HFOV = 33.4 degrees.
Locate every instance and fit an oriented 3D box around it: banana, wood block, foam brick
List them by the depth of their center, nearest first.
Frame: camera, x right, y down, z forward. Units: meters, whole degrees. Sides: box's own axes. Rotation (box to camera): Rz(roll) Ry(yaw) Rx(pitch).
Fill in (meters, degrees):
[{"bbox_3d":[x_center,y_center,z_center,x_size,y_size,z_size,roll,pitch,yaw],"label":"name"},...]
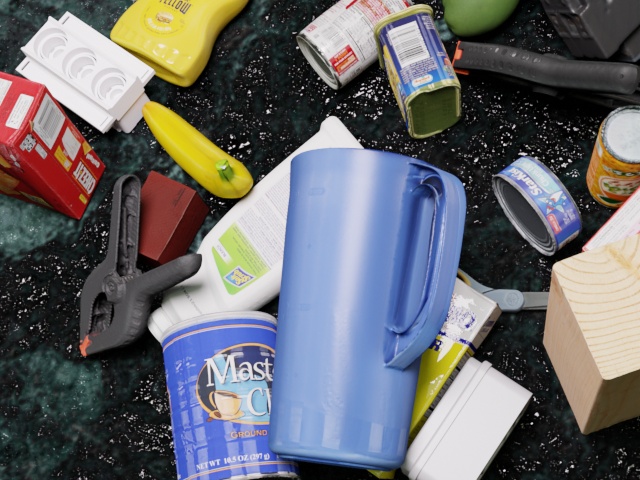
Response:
[{"bbox_3d":[0.232,0.075,0.818,0.090,0.206,0.091,-20,67,2],"label":"wood block"},{"bbox_3d":[-0.110,-0.081,0.998,0.037,0.069,0.198,-36,35,-14],"label":"banana"},{"bbox_3d":[-0.149,-0.015,1.002,0.053,0.051,0.078,25,76,16],"label":"foam brick"}]

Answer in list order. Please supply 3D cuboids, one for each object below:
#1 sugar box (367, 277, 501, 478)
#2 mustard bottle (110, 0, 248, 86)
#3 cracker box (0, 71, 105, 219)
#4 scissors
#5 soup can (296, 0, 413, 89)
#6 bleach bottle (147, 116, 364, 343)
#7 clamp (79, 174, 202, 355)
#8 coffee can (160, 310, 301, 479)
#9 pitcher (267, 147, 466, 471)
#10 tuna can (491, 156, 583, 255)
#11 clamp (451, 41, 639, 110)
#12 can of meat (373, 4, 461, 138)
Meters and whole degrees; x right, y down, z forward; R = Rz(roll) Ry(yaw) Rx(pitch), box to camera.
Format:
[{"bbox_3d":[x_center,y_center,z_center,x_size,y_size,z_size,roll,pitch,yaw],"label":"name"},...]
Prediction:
[{"bbox_3d":[0.067,0.105,0.910,0.093,0.048,0.176,32,88,21],"label":"sugar box"},{"bbox_3d":[-0.122,-0.254,1.081,0.096,0.058,0.191,28,77,17],"label":"mustard bottle"},{"bbox_3d":[-0.332,-0.105,1.008,0.214,0.164,0.072,17,72,15],"label":"cracker box"},{"bbox_3d":[0.156,0.070,0.935,0.202,0.016,0.096,15,75,16],"label":"scissors"},{"bbox_3d":[0.036,-0.202,1.028,0.102,0.068,0.068,-39,68,-5],"label":"soup can"},{"bbox_3d":[-0.056,0.001,0.975,0.251,0.068,0.103,-37,69,-2],"label":"bleach bottle"},{"bbox_3d":[-0.176,0.029,0.951,0.172,0.039,0.120,-49,56,29],"label":"clamp"},{"bbox_3d":[-0.077,0.142,0.904,0.103,0.103,0.140,-12,69,5],"label":"coffee can"},{"bbox_3d":[0.032,0.054,0.839,0.145,0.149,0.243,6,77,7],"label":"pitcher"},{"bbox_3d":[0.189,-0.031,0.929,0.033,0.086,0.086,-35,68,-6],"label":"tuna can"},{"bbox_3d":[0.219,-0.144,0.962,0.210,0.164,0.036,19,95,38],"label":"clamp"},{"bbox_3d":[0.091,-0.153,0.983,0.057,0.102,0.084,-19,70,2],"label":"can of meat"}]
